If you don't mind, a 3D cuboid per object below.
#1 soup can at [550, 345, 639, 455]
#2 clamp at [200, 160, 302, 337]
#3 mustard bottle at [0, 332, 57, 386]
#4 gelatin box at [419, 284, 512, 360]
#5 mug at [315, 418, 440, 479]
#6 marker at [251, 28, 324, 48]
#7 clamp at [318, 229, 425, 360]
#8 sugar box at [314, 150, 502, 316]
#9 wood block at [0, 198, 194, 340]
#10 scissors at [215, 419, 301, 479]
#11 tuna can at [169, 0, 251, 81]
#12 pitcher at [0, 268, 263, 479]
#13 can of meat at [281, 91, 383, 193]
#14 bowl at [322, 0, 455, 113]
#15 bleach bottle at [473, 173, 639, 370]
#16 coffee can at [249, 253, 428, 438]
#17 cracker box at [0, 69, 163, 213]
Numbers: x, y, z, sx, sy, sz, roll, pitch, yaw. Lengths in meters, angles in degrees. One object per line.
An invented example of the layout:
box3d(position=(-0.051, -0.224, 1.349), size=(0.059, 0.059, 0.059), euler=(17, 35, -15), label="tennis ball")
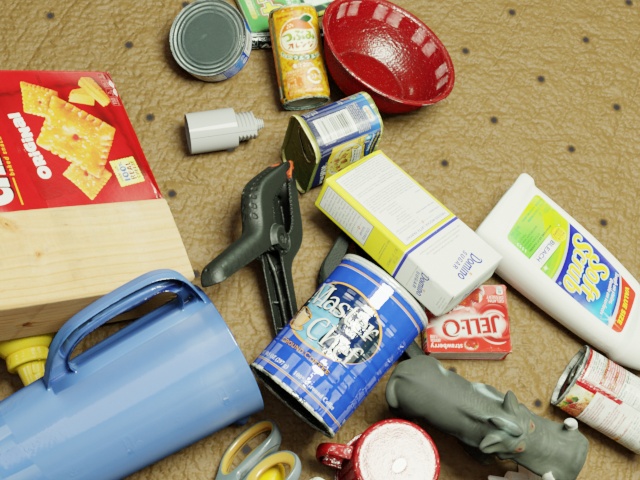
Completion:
box3d(position=(0.291, 0.159, 1.059), size=(0.102, 0.068, 0.068), euler=(31, 67, 5), label="soup can")
box3d(position=(-0.057, 0.001, 1.049), size=(0.036, 0.164, 0.210), euler=(-12, 56, 26), label="clamp")
box3d(position=(-0.297, 0.050, 1.020), size=(0.096, 0.058, 0.192), euler=(-3, 65, -44), label="mustard bottle")
box3d(position=(0.148, 0.083, 1.091), size=(0.089, 0.030, 0.073), euler=(2, 68, -7), label="gelatin box")
box3d(position=(0.053, 0.211, 0.997), size=(0.117, 0.081, 0.093), euler=(19, 67, 0), label="mug")
box3d(position=(-0.050, -0.225, 1.195), size=(0.121, 0.020, 0.020), euler=(-5, 69, -10), label="marker")
box3d(position=(0.050, 0.066, 1.079), size=(0.120, 0.039, 0.171), euler=(5, 71, -6), label="clamp")
box3d(position=(0.088, -0.009, 1.080), size=(0.176, 0.048, 0.093), euler=(45, 49, 15), label="sugar box")
box3d(position=(-0.233, 0.027, 0.978), size=(0.205, 0.091, 0.090), euler=(-8, 69, -43), label="wood block")
box3d(position=(-0.092, 0.249, 0.972), size=(0.096, 0.016, 0.201), euler=(14, 56, 44), label="scissors")
box3d(position=(-0.118, -0.217, 1.158), size=(0.086, 0.033, 0.086), euler=(-1, 84, 10), label="tuna can")
box3d(position=(-0.186, 0.142, 0.963), size=(0.242, 0.145, 0.149), euler=(-28, 77, -15), label="pitcher")
box3d(position=(0.013, -0.103, 1.110), size=(0.083, 0.102, 0.057), euler=(-23, 72, -18), label="can of meat")
box3d(position=(0.064, -0.192, 1.161), size=(0.162, 0.055, 0.162), euler=(17, 47, -19), label="bowl")
box3d(position=(0.278, 0.046, 1.108), size=(0.251, 0.068, 0.102), euler=(38, 68, 6), label="bleach bottle")
box3d(position=(0.017, 0.098, 0.995), size=(0.103, 0.103, 0.140), euler=(40, 76, 9), label="coffee can")
box3d(position=(-0.277, -0.083, 1.029), size=(0.213, 0.072, 0.164), euler=(-8, 66, -43), label="cracker box")
